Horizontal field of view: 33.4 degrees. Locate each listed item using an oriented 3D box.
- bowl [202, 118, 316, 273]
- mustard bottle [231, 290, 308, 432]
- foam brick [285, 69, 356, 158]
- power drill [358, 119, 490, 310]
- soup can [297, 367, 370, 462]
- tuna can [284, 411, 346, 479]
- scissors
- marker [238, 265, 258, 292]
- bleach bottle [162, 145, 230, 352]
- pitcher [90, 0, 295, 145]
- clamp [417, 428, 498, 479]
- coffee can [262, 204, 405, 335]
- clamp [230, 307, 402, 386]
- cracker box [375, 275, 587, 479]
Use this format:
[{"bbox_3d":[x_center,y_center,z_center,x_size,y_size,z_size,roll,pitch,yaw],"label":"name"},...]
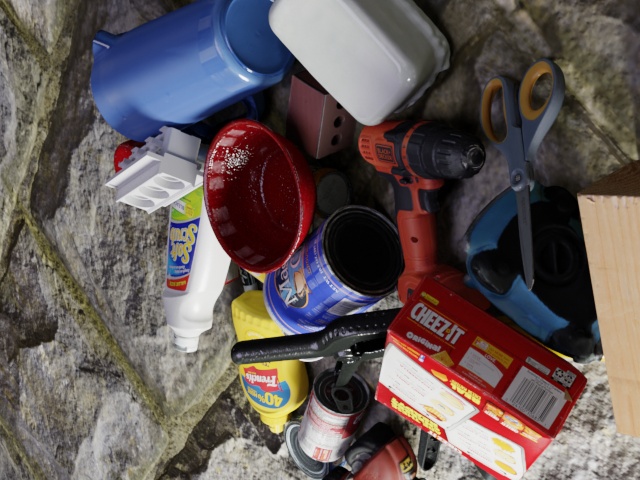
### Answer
[{"bbox_3d":[-0.054,-0.049,1.115,0.162,0.055,0.162,15,110,46],"label":"bowl"},{"bbox_3d":[-0.060,0.160,1.335,0.096,0.058,0.192,16,124,30],"label":"mustard bottle"},{"bbox_3d":[0.002,-0.132,1.090,0.051,0.052,0.078,37,136,32],"label":"foam brick"},{"bbox_3d":[0.108,-0.022,0.998,0.185,0.057,0.187,24,129,64],"label":"power drill"},{"bbox_3d":[0.014,0.208,1.266,0.069,0.068,0.102,43,139,26],"label":"soup can"},{"bbox_3d":[-0.006,0.259,1.350,0.086,0.033,0.086,29,131,38],"label":"tuna can"},{"bbox_3d":[0.176,-0.066,0.869,0.096,0.016,0.202,-43,44,37],"label":"scissors"},{"bbox_3d":[-0.093,0.036,1.335,0.020,0.020,0.121,9,118,48],"label":"marker"},{"bbox_3d":[-0.145,0.016,1.289,0.103,0.067,0.251,25,111,47],"label":"bleach bottle"},{"bbox_3d":[-0.131,-0.188,1.173,0.243,0.148,0.145,-10,88,50],"label":"pitcher"},{"bbox_3d":[0.125,0.179,1.138,0.120,0.039,0.171,-20,89,49],"label":"clamp"},{"bbox_3d":[0.014,0.037,1.135,0.103,0.102,0.141,59,143,7],"label":"coffee can"},{"bbox_3d":[0.032,0.113,1.132,0.210,0.164,0.036,-21,61,36],"label":"clamp"},{"bbox_3d":[0.139,0.135,0.976,0.164,0.072,0.214,32,161,14],"label":"cracker box"}]
